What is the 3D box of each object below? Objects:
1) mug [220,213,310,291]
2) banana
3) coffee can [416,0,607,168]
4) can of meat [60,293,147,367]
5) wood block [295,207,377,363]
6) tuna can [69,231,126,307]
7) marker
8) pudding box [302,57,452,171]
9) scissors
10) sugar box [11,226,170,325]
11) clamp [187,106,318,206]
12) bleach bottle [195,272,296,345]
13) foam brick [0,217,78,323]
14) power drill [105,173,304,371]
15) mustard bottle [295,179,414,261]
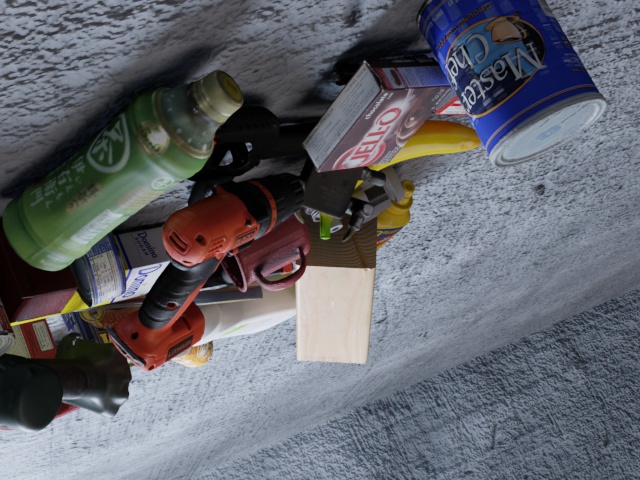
[{"bbox_3d":[-0.057,0.001,1.080,0.081,0.117,0.093,-26,144,-16],"label":"mug"},{"bbox_3d":[0.068,-0.080,1.098,0.198,0.069,0.037,-31,-161,-1],"label":"banana"},{"bbox_3d":[0.156,-0.145,0.879,0.102,0.140,0.103,-24,164,-7],"label":"coffee can"},{"bbox_3d":[-0.225,0.094,1.164,0.101,0.084,0.058,-13,160,-38],"label":"can of meat"},{"bbox_3d":[0.017,0.053,1.246,0.090,0.091,0.206,3,144,1],"label":"wood block"},{"bbox_3d":[-0.202,0.014,0.938,0.033,0.086,0.086,-21,164,-23],"label":"tuna can"},{"bbox_3d":[0.058,-0.150,0.936,0.120,0.020,0.020,-14,160,-37],"label":"marker"},{"bbox_3d":[0.049,-0.109,0.929,0.089,0.039,0.114,-12,151,-41],"label":"pudding box"},{"bbox_3d":[-0.158,0.064,1.144,0.202,0.016,0.096,-5,178,9],"label":"scissors"},{"bbox_3d":[-0.231,0.035,1.035,0.175,0.048,0.094,-10,160,-40],"label":"sugar box"},{"bbox_3d":[-0.062,-0.082,0.937,0.164,0.036,0.210,-28,168,1],"label":"clamp"},{"bbox_3d":[-0.107,0.082,1.272,0.103,0.068,0.250,-28,173,17],"label":"bleach bottle"},{"bbox_3d":[-0.249,0.022,0.909,0.052,0.078,0.051,-11,159,-36],"label":"foam brick"},{"bbox_3d":[-0.103,0.023,0.967,0.184,0.057,0.188,-25,153,-55],"label":"power drill"},{"bbox_3d":[0.053,-0.018,1.283,0.096,0.058,0.192,-4,154,-36],"label":"mustard bottle"}]
